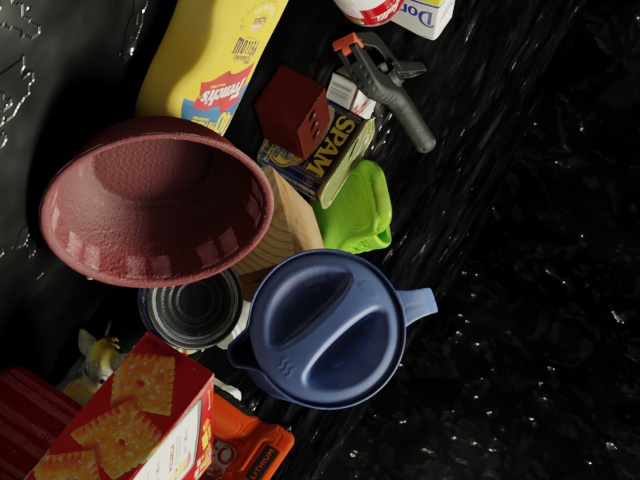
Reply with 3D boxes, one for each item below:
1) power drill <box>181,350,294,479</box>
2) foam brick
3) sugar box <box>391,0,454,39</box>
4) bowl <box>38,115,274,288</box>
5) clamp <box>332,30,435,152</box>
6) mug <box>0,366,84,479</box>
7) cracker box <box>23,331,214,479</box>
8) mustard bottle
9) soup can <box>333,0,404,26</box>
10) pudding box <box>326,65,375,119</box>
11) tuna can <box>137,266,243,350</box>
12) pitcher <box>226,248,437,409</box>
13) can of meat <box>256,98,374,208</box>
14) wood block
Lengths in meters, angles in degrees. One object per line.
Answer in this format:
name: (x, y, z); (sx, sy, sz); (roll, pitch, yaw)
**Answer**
power drill: (-0.131, 0.179, 1.015); (0.184, 0.187, 0.057); (-50, -175, -37)
foam brick: (-0.027, -0.123, 1.031); (0.053, 0.051, 0.078); (-57, 167, -12)
sugar box: (0.089, -0.275, 1.043); (0.048, 0.093, 0.176); (-54, 166, -21)
bowl: (-0.116, -0.036, 0.753); (0.162, 0.162, 0.055); (106, -22, -48)
clamp: (0.075, -0.167, 1.163); (0.039, 0.120, 0.171); (-29, 152, 30)
mug: (-0.220, 0.150, 0.826); (0.093, 0.081, 0.117); (-61, 167, 5)
cracker box: (-0.165, 0.194, 0.784); (0.213, 0.072, 0.164); (-51, 164, -30)
mustard bottle: (-0.087, -0.121, 0.781); (0.192, 0.058, 0.096); (-63, 162, 17)
soup can: (0.038, -0.242, 0.977); (0.068, 0.068, 0.102); (-60, 167, 3)
pudding box: (0.033, -0.155, 1.228); (0.089, 0.039, 0.114); (-46, 163, -50)
tuna can: (-0.109, 0.050, 0.902); (0.086, 0.086, 0.034); (-57, -164, -12)
pitcher: (-0.001, 0.089, 0.990); (0.145, 0.149, 0.243); (-62, -177, -12)
can of meat: (-0.006, -0.098, 1.096); (0.102, 0.084, 0.057); (-57, 167, -11)
wood block: (-0.056, 0.002, 1.039); (0.091, 0.090, 0.206); (-17, 170, 7)
